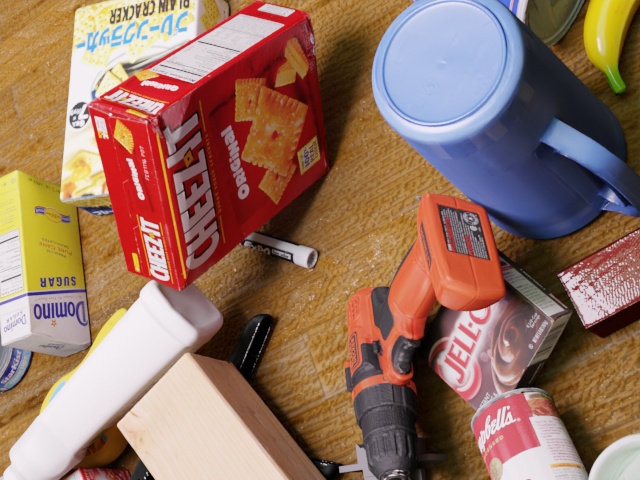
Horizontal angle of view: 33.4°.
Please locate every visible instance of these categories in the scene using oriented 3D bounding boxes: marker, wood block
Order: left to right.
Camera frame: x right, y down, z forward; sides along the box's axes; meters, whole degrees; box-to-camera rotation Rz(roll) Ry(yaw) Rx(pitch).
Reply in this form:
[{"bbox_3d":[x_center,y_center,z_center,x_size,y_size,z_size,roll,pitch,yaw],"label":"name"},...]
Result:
[{"bbox_3d":[-0.062,0.202,0.883,0.091,0.090,0.206,-46,65,7],"label":"wood block"},{"bbox_3d":[-0.057,0.001,1.009,0.121,0.020,0.020,18,86,32],"label":"marker"}]

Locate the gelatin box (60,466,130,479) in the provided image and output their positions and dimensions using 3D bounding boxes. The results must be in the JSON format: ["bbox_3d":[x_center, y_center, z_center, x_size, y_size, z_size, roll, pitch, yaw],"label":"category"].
[{"bbox_3d":[-0.195,0.256,0.990,0.030,0.073,0.089,-36,63,17],"label":"gelatin box"}]

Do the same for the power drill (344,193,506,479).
[{"bbox_3d":[0.073,0.071,0.825,0.184,0.057,0.188,-98,27,-43],"label":"power drill"}]

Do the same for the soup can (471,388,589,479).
[{"bbox_3d":[0.161,0.171,0.798,0.069,0.068,0.102,-34,44,18],"label":"soup can"}]

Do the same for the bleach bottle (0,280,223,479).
[{"bbox_3d":[-0.198,0.140,0.943,0.251,0.102,0.068,-45,84,11],"label":"bleach bottle"}]

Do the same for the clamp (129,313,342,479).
[{"bbox_3d":[-0.087,0.190,0.968,0.210,0.036,0.165,-40,63,13],"label":"clamp"}]

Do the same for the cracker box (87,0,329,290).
[{"bbox_3d":[-0.083,-0.084,0.904,0.072,0.164,0.213,18,42,31],"label":"cracker box"}]

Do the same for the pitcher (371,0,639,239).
[{"bbox_3d":[0.143,-0.086,0.788,0.149,0.242,0.145,-18,70,24],"label":"pitcher"}]

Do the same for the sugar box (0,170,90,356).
[{"bbox_3d":[-0.285,0.025,1.089,0.048,0.093,0.176,-22,68,23],"label":"sugar box"}]

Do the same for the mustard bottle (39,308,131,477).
[{"bbox_3d":[-0.218,0.164,1.035,0.192,0.058,0.096,-48,67,10],"label":"mustard bottle"}]

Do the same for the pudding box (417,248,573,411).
[{"bbox_3d":[0.137,0.075,0.848,0.090,0.039,0.114,42,123,30],"label":"pudding box"}]

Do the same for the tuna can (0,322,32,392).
[{"bbox_3d":[-0.348,0.118,1.134,0.086,0.033,0.086,-8,74,27],"label":"tuna can"}]
